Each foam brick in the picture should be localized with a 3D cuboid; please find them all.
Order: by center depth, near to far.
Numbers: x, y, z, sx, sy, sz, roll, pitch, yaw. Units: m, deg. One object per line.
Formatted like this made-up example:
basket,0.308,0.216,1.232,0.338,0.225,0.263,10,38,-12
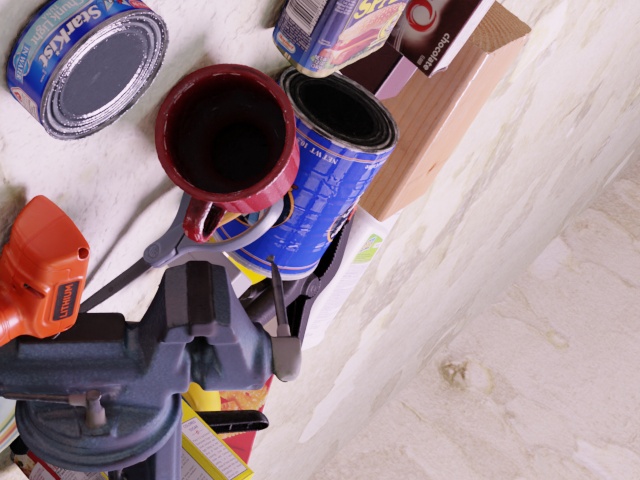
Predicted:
foam brick,0.055,-0.160,0.864,0.078,0.051,0.052,-53,165,24

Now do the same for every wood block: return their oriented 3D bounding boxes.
wood block,0.090,-0.128,0.974,0.090,0.090,0.206,-32,159,-47

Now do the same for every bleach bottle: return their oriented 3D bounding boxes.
bleach bottle,0.029,0.014,1.236,0.251,0.068,0.102,-54,164,18

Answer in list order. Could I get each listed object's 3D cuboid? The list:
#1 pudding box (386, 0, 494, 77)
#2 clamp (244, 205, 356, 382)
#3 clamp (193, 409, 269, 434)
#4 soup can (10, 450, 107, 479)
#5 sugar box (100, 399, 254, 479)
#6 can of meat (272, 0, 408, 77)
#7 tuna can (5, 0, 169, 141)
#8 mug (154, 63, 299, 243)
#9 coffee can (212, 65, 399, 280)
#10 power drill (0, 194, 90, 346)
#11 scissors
pudding box,0.083,-0.192,0.781,0.039,0.090,0.114,-29,157,-51
clamp,-0.021,0.052,1.147,0.210,0.036,0.164,-57,153,-14
clamp,-0.142,0.189,0.987,0.039,0.171,0.120,104,2,-49
soup can,-0.221,0.211,0.966,0.068,0.102,0.068,-43,165,-15
sugar box,-0.149,0.173,0.917,0.093,0.176,0.048,-52,162,22
can of meat,0.021,-0.168,0.737,0.101,0.057,0.084,-33,163,-41
tuna can,-0.123,-0.096,0.565,0.086,0.034,0.086,-43,165,-15
mug,-0.062,-0.053,0.726,0.081,0.093,0.117,57,53,-80
coffee can,-0.016,-0.053,0.845,0.102,0.103,0.140,-27,155,-53
power drill,-0.224,0.046,0.615,0.187,0.057,0.185,-33,164,-35
scissors,-0.119,-0.009,0.813,0.202,0.096,0.016,-21,147,21
